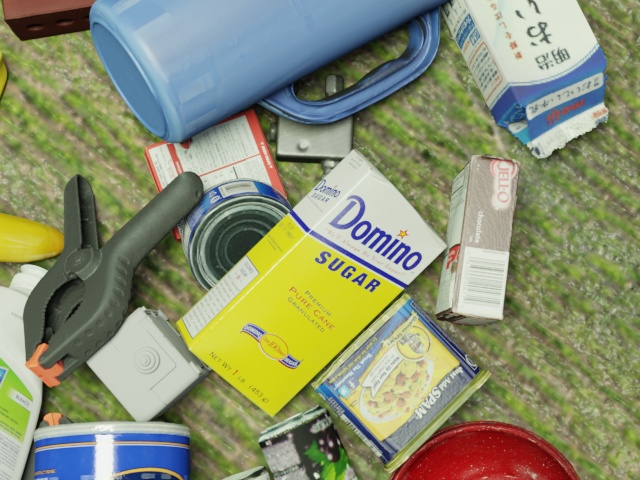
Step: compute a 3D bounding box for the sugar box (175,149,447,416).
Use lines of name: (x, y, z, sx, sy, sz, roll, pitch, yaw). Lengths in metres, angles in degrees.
sugar box: (-0.005, 0.031, 0.747, 0.176, 0.048, 0.093, -44, 122, 4)

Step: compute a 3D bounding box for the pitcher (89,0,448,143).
pitcher: (-0.027, -0.161, 0.742, 0.242, 0.145, 0.149, -34, 73, -17)

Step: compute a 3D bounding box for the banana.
banana: (-0.270, -0.028, 0.738, 0.197, 0.037, 0.069, 32, 42, -19)

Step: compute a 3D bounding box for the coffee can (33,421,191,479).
coffee can: (-0.135, 0.193, 0.690, 0.103, 0.103, 0.140, -2, 75, -2)

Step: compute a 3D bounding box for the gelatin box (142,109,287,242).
gelatin box: (-0.078, -0.047, 0.793, 0.089, 0.030, 0.073, -21, 85, -5)

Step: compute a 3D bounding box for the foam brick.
foam brick: (-0.194, -0.186, 0.795, 0.078, 0.053, 0.051, -10, 83, -2)

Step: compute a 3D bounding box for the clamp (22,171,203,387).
clamp: (-0.146, 0.017, 0.729, 0.120, 0.039, 0.171, -11, 52, 31)

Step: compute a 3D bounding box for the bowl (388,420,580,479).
bowl: (0.122, 0.210, 0.753, 0.162, 0.055, 0.162, 0, 83, -4)

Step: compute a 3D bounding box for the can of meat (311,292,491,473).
can of meat: (0.056, 0.101, 0.765, 0.102, 0.057, 0.084, -44, 85, -6)

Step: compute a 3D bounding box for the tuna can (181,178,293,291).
tuna can: (-0.055, 0.001, 0.765, 0.086, 0.034, 0.086, -6, 114, -13)

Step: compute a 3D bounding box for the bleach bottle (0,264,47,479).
bleach bottle: (-0.234, 0.134, 0.722, 0.068, 0.102, 0.250, -2, 55, 32)

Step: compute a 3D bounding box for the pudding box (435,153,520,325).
pudding box: (0.111, 0.002, 0.763, 0.039, 0.090, 0.113, 10, 83, 1)
